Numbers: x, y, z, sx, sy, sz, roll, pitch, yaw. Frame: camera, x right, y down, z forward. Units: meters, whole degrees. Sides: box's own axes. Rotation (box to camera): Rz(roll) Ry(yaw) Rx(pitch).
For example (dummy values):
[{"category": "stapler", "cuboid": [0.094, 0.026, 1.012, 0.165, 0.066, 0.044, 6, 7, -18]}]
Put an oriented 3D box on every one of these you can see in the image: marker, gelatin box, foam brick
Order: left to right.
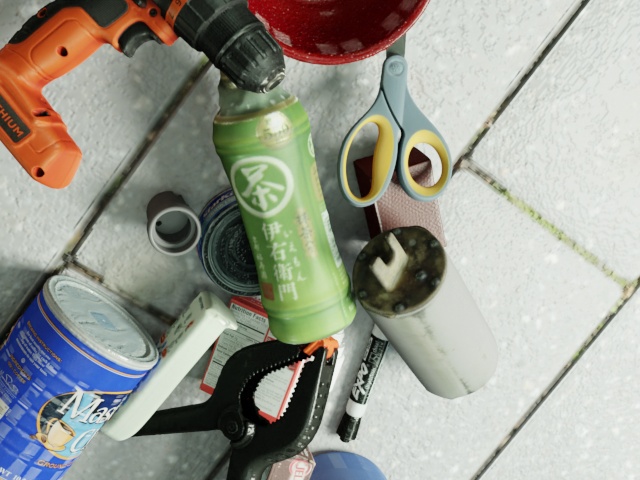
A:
[{"category": "gelatin box", "cuboid": [-0.050, 0.096, 0.874, 0.073, 0.030, 0.089, 23, 105, 10]}, {"category": "marker", "cuboid": [0.039, 0.123, 0.930, 0.020, 0.020, 0.121, 12, 108, -19]}, {"category": "foam brick", "cuboid": [0.064, -0.030, 0.857, 0.053, 0.051, 0.078, -16, 114, -7]}]

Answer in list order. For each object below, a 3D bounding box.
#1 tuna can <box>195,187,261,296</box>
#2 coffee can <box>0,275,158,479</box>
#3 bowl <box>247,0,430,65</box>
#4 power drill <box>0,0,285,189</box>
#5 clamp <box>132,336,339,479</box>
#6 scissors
[{"category": "tuna can", "cuboid": [-0.056, 0.001, 0.848, 0.086, 0.034, 0.086, -5, 112, -13]}, {"category": "coffee can", "cuboid": [-0.206, 0.112, 0.815, 0.102, 0.103, 0.140, 36, 99, -24]}, {"category": "bowl", "cuboid": [0.004, -0.211, 0.766, 0.162, 0.055, 0.162, -5, 113, -13]}, {"category": "power drill", "cuboid": [-0.139, -0.124, 0.725, 0.188, 0.057, 0.184, -43, 79, 6]}, {"category": "clamp", "cuboid": [-0.058, 0.157, 0.838, 0.210, 0.165, 0.036, -40, 159, 16]}, {"category": "scissors", "cuboid": [0.072, -0.117, 0.809, 0.096, 0.016, 0.202, 19, 90, -7]}]
